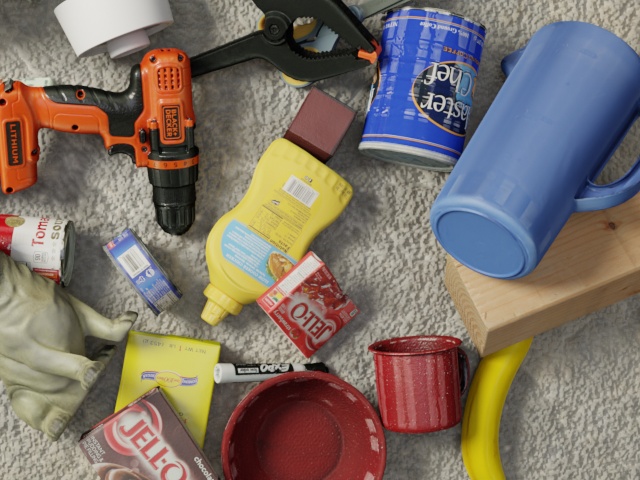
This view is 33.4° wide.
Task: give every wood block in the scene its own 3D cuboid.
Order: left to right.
[{"bbox_3d":[0.236,0.027,1.053,0.206,0.090,0.091,-21,67,-5],"label":"wood block"}]

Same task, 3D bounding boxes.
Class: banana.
[{"bbox_3d":[0.178,0.174,1.088,0.069,0.037,0.198,5,90,-24],"label":"banana"}]

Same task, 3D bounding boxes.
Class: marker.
[{"bbox_3d":[-0.046,0.130,1.053,0.120,0.020,0.020,3,89,-28],"label":"marker"}]

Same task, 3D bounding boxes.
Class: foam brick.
[{"bbox_3d":[-0.002,-0.113,1.052,0.051,0.078,0.053,30,84,-4],"label":"foam brick"}]

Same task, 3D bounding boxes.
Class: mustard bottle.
[{"bbox_3d":[-0.057,0.001,1.055,0.096,0.058,0.191,35,86,-10],"label":"mustard bottle"}]

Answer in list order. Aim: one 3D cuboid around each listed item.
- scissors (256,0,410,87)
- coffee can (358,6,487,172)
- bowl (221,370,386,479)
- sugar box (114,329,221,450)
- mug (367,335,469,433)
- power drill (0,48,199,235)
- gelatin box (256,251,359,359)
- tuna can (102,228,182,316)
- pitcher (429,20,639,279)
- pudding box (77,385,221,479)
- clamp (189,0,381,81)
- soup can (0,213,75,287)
[{"bbox_3d":[0.028,-0.199,1.039,0.202,0.016,0.096,2,107,27],"label":"scissors"},{"bbox_3d":[0.100,-0.147,1.049,0.102,0.103,0.140,12,88,-5],"label":"coffee can"},{"bbox_3d":[-0.018,0.207,1.057,0.162,0.055,0.162,0,89,-5],"label":"bowl"},{"bbox_3d":[-0.158,0.181,1.050,0.093,0.048,0.176,9,87,-5],"label":"sugar box"},{"bbox_3d":[0.105,0.140,1.061,0.117,0.093,0.081,-9,96,-42],"label":"mug"},{"bbox_3d":[-0.210,-0.088,1.021,0.187,0.057,0.184,-5,107,-13],"label":"power drill"},{"bbox_3d":[-0.011,0.065,1.049,0.073,0.030,0.089,-41,133,-6],"label":"gelatin box"},{"bbox_3d":[-0.171,0.030,1.031,0.033,0.086,0.086,-38,93,-6],"label":"tuna can"},{"bbox_3d":[0.212,-0.079,0.997,0.145,0.149,0.242,44,61,-16],"label":"pitcher"},{"bbox_3d":[-0.160,0.208,1.007,0.090,0.039,0.113,-34,95,-4],"label":"pudding box"},{"bbox_3d":[-0.043,-0.216,1.019,0.210,0.036,0.165,12,119,9],"label":"clamp"},{"bbox_3d":[-0.293,0.009,1.028,0.102,0.068,0.068,5,89,-4],"label":"soup can"}]
